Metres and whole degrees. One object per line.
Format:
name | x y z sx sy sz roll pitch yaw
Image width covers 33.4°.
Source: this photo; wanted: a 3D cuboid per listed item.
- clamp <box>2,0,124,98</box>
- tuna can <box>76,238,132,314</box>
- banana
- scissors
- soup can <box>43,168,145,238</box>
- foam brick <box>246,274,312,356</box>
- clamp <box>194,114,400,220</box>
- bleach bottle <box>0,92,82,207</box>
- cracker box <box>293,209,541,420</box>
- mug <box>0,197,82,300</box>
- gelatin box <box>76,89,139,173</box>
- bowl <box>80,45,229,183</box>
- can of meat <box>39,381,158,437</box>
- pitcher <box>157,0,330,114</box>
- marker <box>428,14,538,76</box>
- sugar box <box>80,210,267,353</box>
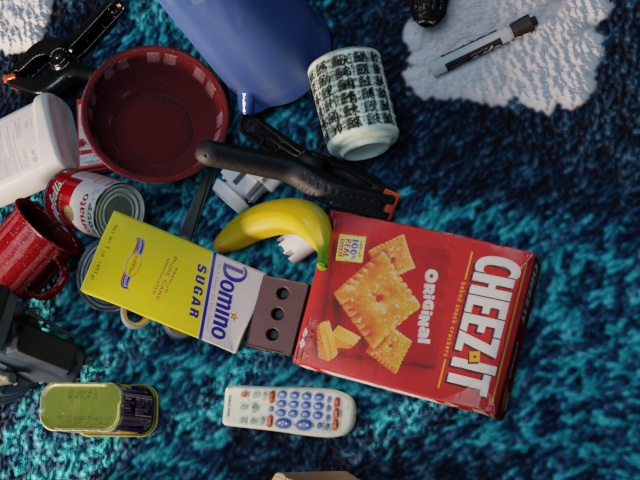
clamp | -0.295 -0.204 1.262 0.172 0.039 0.120 -26 58 16
tuna can | -0.227 0.040 1.194 0.086 0.033 0.086 -4 77 17
banana | -0.045 -0.013 1.106 0.198 0.037 0.069 6 58 54
scissors | -0.141 0.023 1.176 0.096 0.016 0.201 38 72 -8
soup can | -0.250 -0.039 1.182 0.102 0.068 0.068 16 83 42
foam brick | -0.037 0.080 1.117 0.053 0.051 0.078 10 82 18
clamp | -0.017 -0.079 1.123 0.210 0.164 0.036 20 112 -1
bleach bottle | -0.407 -0.082 1.263 0.251 0.068 0.102 -20 73 15
cracker box | 0.095 0.072 1.066 0.214 0.072 0.164 13 82 19
mug | -0.324 0.020 1.199 0.081 0.093 0.117 -48 63 8
gelatin box | -0.243 -0.124 1.236 0.073 0.030 0.089 -8 77 14
bowl | -0.184 -0.133 1.188 0.162 0.055 0.162 2 75 -8
can of meat | -0.237 0.180 1.141 0.102 0.084 0.057 -3 78 17
pitcher | -0.086 -0.254 1.102 0.145 0.242 0.149 -29 64 9
marker | 0.172 -0.207 1.129 0.121 0.020 0.020 -24 73 11
sugar box | -0.153 0.044 1.126 0.176 0.048 0.093 22 85 -5
